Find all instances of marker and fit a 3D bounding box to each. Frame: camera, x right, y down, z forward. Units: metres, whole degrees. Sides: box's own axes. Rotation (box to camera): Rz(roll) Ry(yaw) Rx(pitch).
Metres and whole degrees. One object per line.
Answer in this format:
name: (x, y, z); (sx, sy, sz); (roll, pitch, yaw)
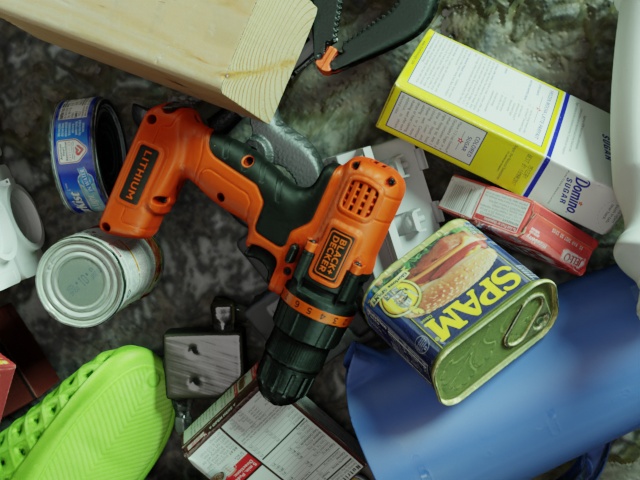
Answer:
marker: (-0.039, -0.119, 0.801); (0.121, 0.020, 0.020); (-39, 92, 11)

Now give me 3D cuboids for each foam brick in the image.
foam brick: (-0.254, 0.098, 0.843); (0.051, 0.053, 0.078); (-32, 92, 10)

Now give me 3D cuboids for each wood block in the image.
wood block: (-0.121, -0.162, 0.737); (0.206, 0.090, 0.090); (23, 90, 20)

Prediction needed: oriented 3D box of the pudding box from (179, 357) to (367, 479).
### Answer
pudding box: (-0.035, 0.158, 0.800); (0.090, 0.039, 0.113); (-44, 111, 7)

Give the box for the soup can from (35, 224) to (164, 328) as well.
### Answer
soup can: (-0.163, 0.023, 0.795); (0.068, 0.102, 0.068); (1, 98, 7)

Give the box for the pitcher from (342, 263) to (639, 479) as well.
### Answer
pitcher: (0.148, 0.114, 0.762); (0.243, 0.149, 0.145); (-24, 62, 7)

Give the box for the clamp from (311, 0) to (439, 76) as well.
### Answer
clamp: (0.066, -0.205, 0.760); (0.164, 0.036, 0.210); (26, 92, 3)

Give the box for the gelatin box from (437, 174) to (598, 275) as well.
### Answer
gelatin box: (0.137, -0.010, 0.746); (0.073, 0.089, 0.030); (27, 89, -36)

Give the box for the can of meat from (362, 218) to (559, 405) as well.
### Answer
can of meat: (0.090, 0.044, 0.700); (0.102, 0.057, 0.084); (-36, 49, -13)

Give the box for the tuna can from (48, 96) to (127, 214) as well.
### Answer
tuna can: (-0.170, -0.063, 0.793); (0.034, 0.086, 0.086); (-6, 97, 6)

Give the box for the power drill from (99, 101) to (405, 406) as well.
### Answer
power drill: (-0.055, 0.001, 0.740); (0.188, 0.057, 0.184); (27, 101, 9)

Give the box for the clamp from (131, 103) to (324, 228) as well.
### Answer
clamp: (-0.060, -0.063, 0.782); (0.120, 0.039, 0.171); (-26, 87, 16)

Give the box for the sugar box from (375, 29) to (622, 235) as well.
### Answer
sugar box: (0.136, -0.077, 0.747); (0.176, 0.093, 0.048); (28, 132, 2)
